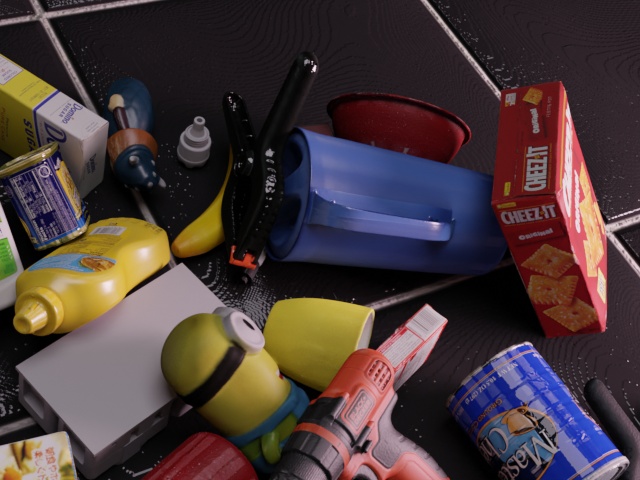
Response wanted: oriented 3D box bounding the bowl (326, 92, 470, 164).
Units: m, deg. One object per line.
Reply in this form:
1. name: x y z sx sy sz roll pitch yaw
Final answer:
1. bowl: 0.080 -0.105 1.166 0.162 0.162 0.055 14 77 -5

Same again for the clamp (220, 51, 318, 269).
1. clamp: -0.058 -0.078 1.048 0.036 0.165 0.210 15 67 -30

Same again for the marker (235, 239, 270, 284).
1. marker: -0.057 0.001 1.107 0.020 0.020 0.121 25 50 4

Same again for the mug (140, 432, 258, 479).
1. mug: -0.097 0.222 0.880 0.081 0.093 0.117 -39 101 -41

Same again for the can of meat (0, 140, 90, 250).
1. can of meat: -0.261 -0.042 1.012 0.057 0.102 0.084 -25 103 -3

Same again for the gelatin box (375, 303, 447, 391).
1. gelatin box: 0.076 0.112 1.021 0.030 0.073 0.089 39 53 17

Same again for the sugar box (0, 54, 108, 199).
1. sugar box: -0.301 -0.123 1.088 0.176 0.093 0.048 33 51 12

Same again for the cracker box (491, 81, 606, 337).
1. cracker box: 0.239 -0.029 1.093 0.072 0.213 0.164 -8 46 22

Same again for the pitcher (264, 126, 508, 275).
1. pitcher: 0.073 -0.028 1.080 0.242 0.145 0.149 8 54 -21

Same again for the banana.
1. banana: -0.100 -0.053 1.120 0.069 0.037 0.197 23 55 -14

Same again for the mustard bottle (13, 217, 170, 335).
1. mustard bottle: -0.215 0.036 0.955 0.096 0.058 0.191 2 20 18

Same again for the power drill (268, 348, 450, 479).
1. power drill: 0.049 0.210 0.890 0.187 0.057 0.184 50 51 -15

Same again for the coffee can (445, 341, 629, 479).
1. coffee can: 0.198 0.179 0.982 0.102 0.103 0.140 -21 61 -30
